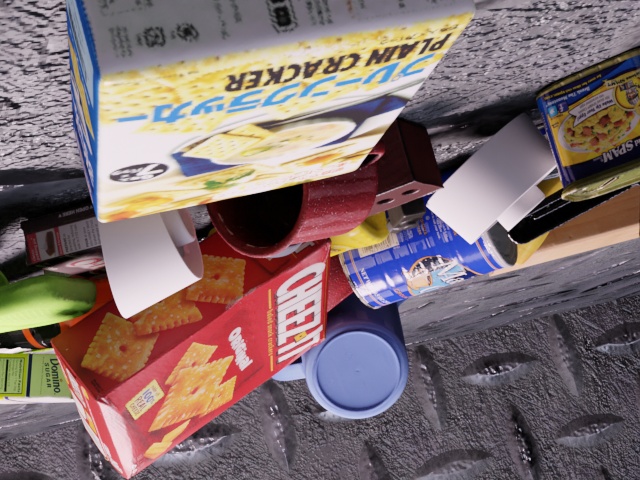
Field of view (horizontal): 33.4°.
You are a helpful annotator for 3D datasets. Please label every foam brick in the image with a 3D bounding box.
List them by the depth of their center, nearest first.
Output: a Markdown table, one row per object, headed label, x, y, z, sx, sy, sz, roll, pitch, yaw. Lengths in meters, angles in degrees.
| label | x | y | z | sx | sy | sz | roll | pitch | yaw |
| --- | --- | --- | --- | --- | --- | --- | --- | --- | --- |
| foam brick | 0.043 | -0.053 | 0.806 | 0.078 | 0.051 | 0.052 | -21 | 168 | 29 |

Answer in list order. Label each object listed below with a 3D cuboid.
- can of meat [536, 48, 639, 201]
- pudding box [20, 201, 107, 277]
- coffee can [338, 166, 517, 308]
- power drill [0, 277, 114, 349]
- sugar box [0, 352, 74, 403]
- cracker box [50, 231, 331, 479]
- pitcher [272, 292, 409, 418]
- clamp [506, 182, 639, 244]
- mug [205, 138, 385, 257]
| label | x | y | z | sx | sy | sz | roll | pitch | yaw |
| --- | --- | --- | --- | --- | --- | --- | --- | --- | --- |
| can of meat | 0.218 | -0.085 | 0.789 | 0.102 | 0.084 | 0.057 | -21 | 168 | 30 |
| pudding box | -0.163 | -0.002 | 0.819 | 0.090 | 0.039 | 0.113 | -15 | 169 | 9 |
| coffee can | 0.099 | -0.004 | 0.993 | 0.140 | 0.103 | 0.102 | -19 | 168 | 24 |
| power drill | -0.184 | 0.072 | 0.941 | 0.185 | 0.057 | 0.187 | -9 | 169 | 29 |
| sugar box | -0.272 | 0.121 | 0.941 | 0.176 | 0.048 | 0.093 | -4 | 169 | 16 |
| cracker box | -0.092 | 0.079 | 0.842 | 0.213 | 0.072 | 0.164 | -33 | 154 | -21 |
| pitcher | 0.024 | 0.115 | 1.206 | 0.145 | 0.149 | 0.243 | 23 | -170 | -6 |
| clamp | 0.265 | -0.058 | 0.846 | 0.210 | 0.036 | 0.165 | -41 | -157 | -13 |
| mug | -0.008 | -0.044 | 0.689 | 0.117 | 0.093 | 0.081 | -27 | 169 | 40 |
